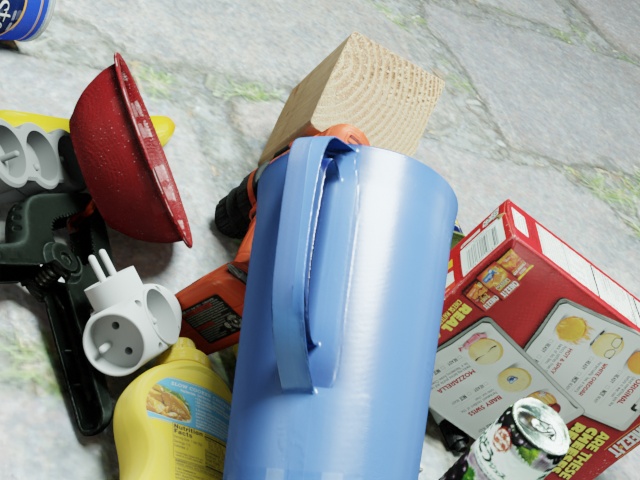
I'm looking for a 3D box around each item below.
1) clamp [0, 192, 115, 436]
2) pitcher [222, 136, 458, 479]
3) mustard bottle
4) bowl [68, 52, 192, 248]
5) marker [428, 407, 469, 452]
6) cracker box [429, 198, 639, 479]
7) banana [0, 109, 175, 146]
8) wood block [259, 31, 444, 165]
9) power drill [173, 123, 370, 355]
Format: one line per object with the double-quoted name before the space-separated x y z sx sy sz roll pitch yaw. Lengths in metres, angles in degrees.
"clamp" -0.196 0.019 0.739 0.164 0.036 0.210 44 23 -26
"pitcher" 0.006 0.066 0.643 0.149 0.145 0.242 22 58 -23
"mustard bottle" -0.089 0.136 0.690 0.096 0.058 0.191 28 32 -28
"bowl" -0.152 -0.061 0.829 0.055 0.162 0.162 -20 49 -2
"marker" 0.092 0.126 0.899 0.020 0.020 0.121 6 43 -37
"cracker box" 0.171 0.090 0.852 0.213 0.164 0.072 35 28 -16
"banana" -0.199 -0.092 0.909 0.197 0.037 0.070 2 45 -39
"wood block" 0.020 -0.102 0.956 0.090 0.090 0.206 27 -11 -12
"power drill" -0.055 0.001 0.829 0.057 0.185 0.187 42 50 -17
